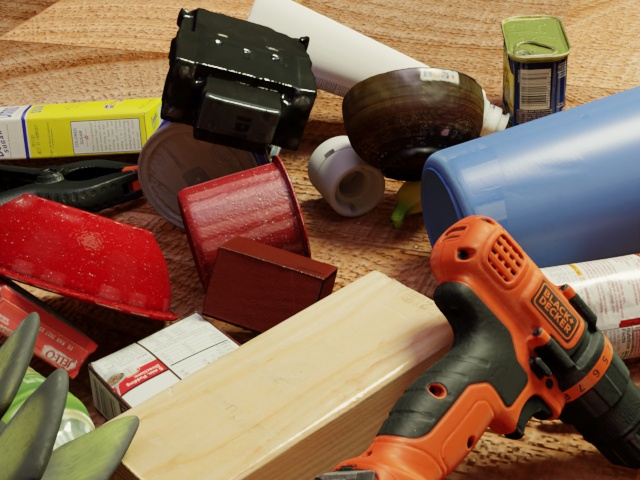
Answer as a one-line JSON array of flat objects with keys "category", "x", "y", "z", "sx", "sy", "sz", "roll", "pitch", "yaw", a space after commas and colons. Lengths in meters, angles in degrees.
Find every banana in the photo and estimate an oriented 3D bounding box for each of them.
[{"category": "banana", "x": 0.145, "y": -0.047, "z": 0.885, "sx": 0.197, "sy": 0.037, "sz": 0.069, "roll": -11, "pitch": 50, "yaw": -7}]

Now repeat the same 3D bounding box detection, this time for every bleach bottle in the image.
[{"category": "bleach bottle", "x": 0.051, "y": -0.151, "z": 0.981, "sx": 0.251, "sy": 0.068, "sz": 0.102, "roll": 22, "pitch": 1, "yaw": -2}]

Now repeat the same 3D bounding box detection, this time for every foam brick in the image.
[{"category": "foam brick", "x": -0.034, "y": 0.035, "z": 0.732, "sx": 0.078, "sy": 0.051, "sz": 0.053, "roll": 18, "pitch": 11, "yaw": 9}]

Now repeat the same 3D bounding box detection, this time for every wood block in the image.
[{"category": "wood block", "x": -0.013, "y": 0.110, "z": 0.602, "sx": 0.205, "sy": 0.091, "sz": 0.090, "roll": -28, "pitch": 38, "yaw": -31}]

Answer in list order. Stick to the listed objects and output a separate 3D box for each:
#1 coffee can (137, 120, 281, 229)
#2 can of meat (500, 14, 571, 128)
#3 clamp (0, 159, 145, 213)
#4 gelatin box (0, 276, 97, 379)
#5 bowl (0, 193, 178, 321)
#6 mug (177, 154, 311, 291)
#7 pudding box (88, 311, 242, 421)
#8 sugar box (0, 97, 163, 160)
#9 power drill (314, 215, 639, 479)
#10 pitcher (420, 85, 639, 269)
[{"category": "coffee can", "x": -0.086, "y": -0.085, "z": 0.914, "sx": 0.103, "sy": 0.103, "sz": 0.140, "roll": 2, "pitch": 32, "yaw": 11}, {"category": "can of meat", "x": 0.199, "y": -0.153, "z": 0.997, "sx": 0.057, "sy": 0.084, "sz": 0.102, "roll": -2, "pitch": 32, "yaw": 5}, {"category": "clamp", "x": -0.240, "y": -0.039, "z": 0.926, "sx": 0.171, "sy": 0.039, "sz": 0.120, "roll": -4, "pitch": 32, "yaw": 10}, {"category": "gelatin box", "x": -0.195, "y": 0.054, "z": 0.713, "sx": 0.030, "sy": 0.073, "sz": 0.089, "roll": -55, "pitch": 24, "yaw": -8}, {"category": "bowl", "x": -0.169, "y": 0.007, "z": 0.742, "sx": 0.162, "sy": 0.055, "sz": 0.162, "roll": 17, "pitch": -2, "yaw": 0}, {"category": "mug", "x": -0.055, "y": 0.001, "z": 0.801, "sx": 0.081, "sy": 0.093, "sz": 0.117, "roll": -17, "pitch": 70, "yaw": -9}, {"category": "pudding box", "x": -0.084, "y": 0.099, "z": 0.682, "sx": 0.089, "sy": 0.039, "sz": 0.114, "roll": -25, "pitch": 38, "yaw": -30}, {"category": "sugar box", "x": -0.241, "y": -0.106, "z": 1.010, "sx": 0.176, "sy": 0.048, "sz": 0.093, "roll": 0, "pitch": 15, "yaw": 3}, {"category": "power drill", "x": 0.095, "y": 0.106, "z": 0.563, "sx": 0.057, "sy": 0.184, "sz": 0.187, "roll": -25, "pitch": 23, "yaw": 54}, {"category": "pitcher", "x": 0.199, "y": -0.044, "z": 0.791, "sx": 0.242, "sy": 0.149, "sz": 0.145, "roll": -15, "pitch": 73, "yaw": -9}]
